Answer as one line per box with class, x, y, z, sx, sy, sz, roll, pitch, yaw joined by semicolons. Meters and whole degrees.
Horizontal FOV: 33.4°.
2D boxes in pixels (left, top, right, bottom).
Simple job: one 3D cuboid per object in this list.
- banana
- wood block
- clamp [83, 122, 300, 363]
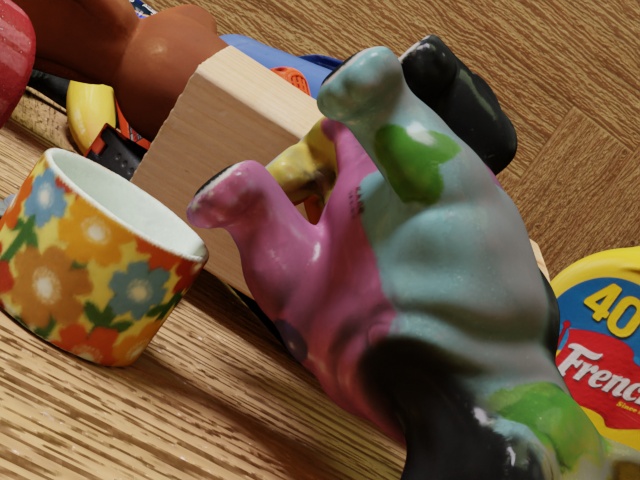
banana;-0.153;-0.110;0.799;0.069;0.037;0.197;45;18;-6
wood block;0.009;-0.007;0.569;0.206;0.091;0.090;32;18;-4
clamp;-0.054;0.001;0.662;0.210;0.036;0.164;38;9;12
